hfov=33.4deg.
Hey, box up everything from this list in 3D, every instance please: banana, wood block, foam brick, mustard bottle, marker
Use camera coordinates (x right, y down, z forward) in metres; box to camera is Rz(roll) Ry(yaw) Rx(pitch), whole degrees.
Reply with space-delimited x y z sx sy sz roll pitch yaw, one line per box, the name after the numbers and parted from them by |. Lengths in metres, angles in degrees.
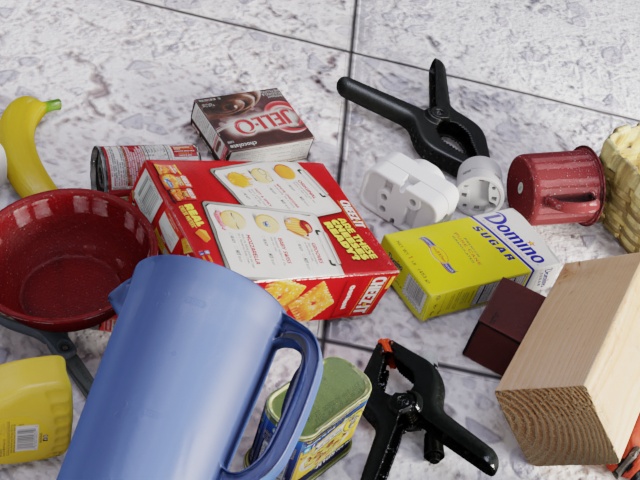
-0.294 -0.091 1.089 0.069 0.037 0.198 0 45 -17 | banana
0.252 0.108 0.999 0.091 0.090 0.205 -12 25 38 | wood block
0.182 0.084 1.052 0.053 0.051 0.078 28 43 12 | foam brick
-0.288 0.139 0.808 0.191 0.096 0.058 -6 48 -23 | mustard bottle
0.101 0.152 0.978 0.020 0.020 0.121 10 43 -8 | marker

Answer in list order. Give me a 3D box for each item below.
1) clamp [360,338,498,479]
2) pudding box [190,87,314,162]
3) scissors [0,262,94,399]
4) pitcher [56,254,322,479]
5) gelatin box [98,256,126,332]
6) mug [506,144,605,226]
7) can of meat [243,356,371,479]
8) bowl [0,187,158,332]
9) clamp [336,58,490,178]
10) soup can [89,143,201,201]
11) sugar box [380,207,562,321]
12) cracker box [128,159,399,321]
0.087 0.154 0.939 0.120 0.039 0.171 -6 46 2 | clamp
-0.076 -0.124 1.192 0.113 0.039 0.090 -15 52 -30 | pudding box
-0.218 0.084 0.948 0.202 0.016 0.096 35 46 18 | scissors
-0.110 0.144 0.801 0.144 0.149 0.242 34 58 -26 | pitcher
-0.163 0.048 0.993 0.073 0.030 0.089 9 43 -7 | gelatin box
0.264 -0.054 1.187 0.081 0.093 0.117 -5 25 -14 | mug
-0.010 0.154 0.893 0.057 0.084 0.101 40 48 22 | can of meat
-0.223 0.027 0.940 0.162 0.055 0.162 2 45 -2 | bowl
0.141 -0.147 1.287 0.164 0.036 0.210 -24 59 -35 | clamp
-0.175 -0.064 1.076 0.102 0.069 0.068 -4 47 -23 | soup can
0.155 0.021 1.112 0.175 0.048 0.093 -14 51 -28 | sugar box
-0.057 0.001 1.019 0.213 0.072 0.164 -2 46 -38 | cracker box
